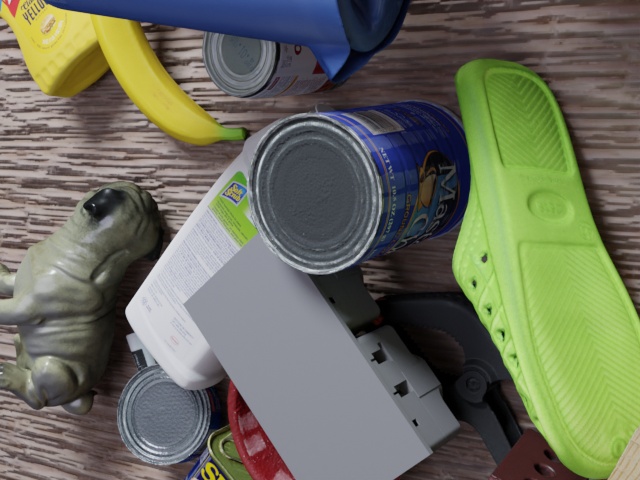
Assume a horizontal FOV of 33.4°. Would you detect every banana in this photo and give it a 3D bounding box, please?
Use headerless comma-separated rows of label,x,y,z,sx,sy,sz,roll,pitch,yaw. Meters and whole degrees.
banana,-0.138,-0.148,0.861,0.070,0.037,0.198,-33,100,19

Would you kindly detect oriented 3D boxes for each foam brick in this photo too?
foam brick,0.137,0.169,0.696,0.053,0.078,0.051,28,116,19

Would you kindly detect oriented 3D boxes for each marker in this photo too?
marker,-0.146,0.139,0.955,0.020,0.020,0.121,-20,88,35

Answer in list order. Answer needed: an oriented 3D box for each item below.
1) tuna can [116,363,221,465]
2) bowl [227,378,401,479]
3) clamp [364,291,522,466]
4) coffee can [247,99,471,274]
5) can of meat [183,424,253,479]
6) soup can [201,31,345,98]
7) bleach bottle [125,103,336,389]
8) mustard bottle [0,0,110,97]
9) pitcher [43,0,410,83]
tuna can,-0.129,0.149,0.916,0.086,0.033,0.086,-3,79,15
bowl,0.007,0.136,0.827,0.162,0.055,0.162,7,103,33
clamp,0.117,0.108,0.758,0.210,0.036,0.165,24,112,25
coffee can,0.033,-0.040,0.722,0.103,0.140,0.103,8,104,33
can of meat,-0.069,0.220,0.897,0.102,0.057,0.084,47,124,18
soup can,-0.028,-0.138,0.768,0.069,0.102,0.068,7,103,33
bleach bottle,-0.056,0.001,0.840,0.103,0.067,0.251,48,119,17
mustard bottle,-0.246,-0.225,0.925,0.096,0.058,0.192,-40,76,24
pitcher,-0.066,-0.201,0.665,0.243,0.149,0.145,10,146,24
